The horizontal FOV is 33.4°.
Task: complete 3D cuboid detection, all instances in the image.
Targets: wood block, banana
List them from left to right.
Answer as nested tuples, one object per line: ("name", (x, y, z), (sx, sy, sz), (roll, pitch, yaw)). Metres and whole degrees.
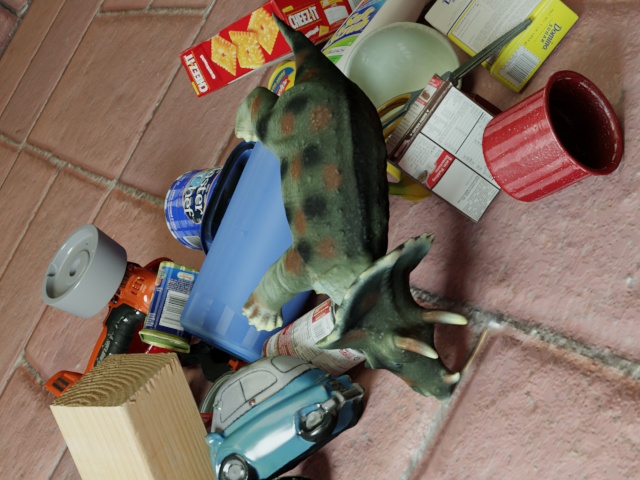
("wood block", (-0.155, 0.216, 0.991), (0.090, 0.206, 0.090), (-5, 23, 33))
("banana", (0.078, -0.077, 1.065), (0.037, 0.069, 0.198), (-63, 16, 13))

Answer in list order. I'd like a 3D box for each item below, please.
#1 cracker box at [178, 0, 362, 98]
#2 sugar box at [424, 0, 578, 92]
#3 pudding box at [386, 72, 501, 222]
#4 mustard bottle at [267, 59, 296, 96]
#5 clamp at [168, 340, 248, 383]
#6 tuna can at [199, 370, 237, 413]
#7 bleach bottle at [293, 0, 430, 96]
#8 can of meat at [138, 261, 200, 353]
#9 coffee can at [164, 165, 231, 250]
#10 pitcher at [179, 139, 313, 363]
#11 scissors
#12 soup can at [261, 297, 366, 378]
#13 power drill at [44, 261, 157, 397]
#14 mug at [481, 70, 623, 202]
("cracker box", (-0.054, -0.263, 1.343), (0.163, 0.072, 0.214), (-32, 12, -38))
("sugar box", (0.177, -0.223, 1.070), (0.093, 0.048, 0.176), (-51, 28, 14))
("pudding box", (0.122, -0.081, 0.959), (0.090, 0.113, 0.039), (-55, 30, 6))
("mustard bottle", (-0.031, -0.166, 1.311), (0.191, 0.058, 0.096), (-100, 30, -49))
("clamp", (-0.124, 0.122, 1.223), (0.120, 0.039, 0.172), (-67, 30, 16))
("tuna can", (-0.093, 0.182, 1.126), (0.086, 0.033, 0.086), (-37, 37, 34))
("bleach bottle", (0.057, -0.232, 1.201), (0.103, 0.068, 0.250), (-3, 50, 57))
("can of meat", (-0.163, 0.075, 1.193), (0.102, 0.057, 0.084), (118, 166, -77))
("coffee can", (-0.110, -0.040, 1.279), (0.141, 0.102, 0.102), (-4, 61, 55))
("pitcher", (-0.057, 0.001, 1.124), (0.243, 0.145, 0.149), (-64, 10, -10))
("scissors", (0.111, -0.133, 1.004), (0.202, 0.016, 0.096), (-27, 33, 35))
("soup can", (0.001, 0.100, 1.025), (0.102, 0.068, 0.068), (-36, 38, 34))
("power drill", (-0.265, 0.112, 1.308), (0.185, 0.057, 0.187), (13, 75, 59))
("mug", (0.195, -0.088, 0.894), (0.082, 0.093, 0.117), (-29, 10, 48))
